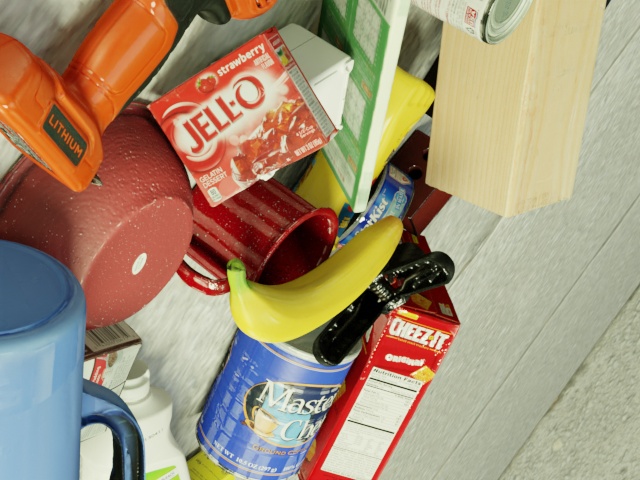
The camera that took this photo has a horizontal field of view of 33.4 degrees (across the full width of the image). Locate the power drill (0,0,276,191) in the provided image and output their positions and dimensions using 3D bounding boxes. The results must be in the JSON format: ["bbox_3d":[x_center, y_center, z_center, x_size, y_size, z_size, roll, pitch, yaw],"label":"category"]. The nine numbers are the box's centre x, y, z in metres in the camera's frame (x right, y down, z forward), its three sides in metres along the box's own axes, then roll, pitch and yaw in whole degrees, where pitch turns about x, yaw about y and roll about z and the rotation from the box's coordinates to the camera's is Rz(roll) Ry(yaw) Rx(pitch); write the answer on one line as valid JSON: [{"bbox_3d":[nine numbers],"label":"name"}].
[{"bbox_3d":[-0.096,-0.127,0.525,0.187,0.057,0.184,-49,157,-12],"label":"power drill"}]

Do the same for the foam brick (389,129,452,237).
[{"bbox_3d":[0.091,-0.053,0.993,0.078,0.053,0.051,-51,157,-10],"label":"foam brick"}]

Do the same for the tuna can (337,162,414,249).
[{"bbox_3d":[0.041,-0.026,0.901,0.086,0.033,0.086,-51,-164,21],"label":"tuna can"}]

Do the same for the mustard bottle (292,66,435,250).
[{"bbox_3d":[0.016,-0.051,0.839,0.192,0.058,0.096,-57,178,8],"label":"mustard bottle"}]

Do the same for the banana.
[{"bbox_3d":[-0.003,0.030,0.733,0.197,0.037,0.070,-18,140,-55],"label":"banana"}]

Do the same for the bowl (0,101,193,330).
[{"bbox_3d":[-0.128,-0.001,0.642,0.162,0.055,0.162,-43,155,-26],"label":"bowl"}]

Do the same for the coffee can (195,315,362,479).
[{"bbox_3d":[-0.038,0.125,0.927,0.102,0.103,0.140,-17,137,-55],"label":"coffee can"}]

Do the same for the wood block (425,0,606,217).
[{"bbox_3d":[0.153,-0.135,0.836,0.090,0.091,0.206,-16,121,-38],"label":"wood block"}]

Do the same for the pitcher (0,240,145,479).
[{"bbox_3d":[-0.183,0.124,0.591,0.149,0.145,0.243,-57,162,-60],"label":"pitcher"}]

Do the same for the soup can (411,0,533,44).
[{"bbox_3d":[0.094,-0.189,0.748,0.068,0.102,0.068,-42,154,-27],"label":"soup can"}]

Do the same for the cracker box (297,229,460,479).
[{"bbox_3d":[0.040,0.111,0.997,0.164,0.072,0.214,-103,-146,-61],"label":"cracker box"}]

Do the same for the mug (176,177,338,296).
[{"bbox_3d":[-0.055,0.001,0.749,0.117,0.082,0.093,-34,150,-39],"label":"mug"}]

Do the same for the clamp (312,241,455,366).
[{"bbox_3d":[0.041,0.044,0.823,0.120,0.039,0.171,-33,-177,0],"label":"clamp"}]

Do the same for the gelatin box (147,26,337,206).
[{"bbox_3d":[-0.047,-0.072,0.628,0.089,0.073,0.030,-26,-168,24],"label":"gelatin box"}]

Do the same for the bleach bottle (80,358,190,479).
[{"bbox_3d":[-0.139,0.202,0.842,0.102,0.068,0.251,-27,129,-43],"label":"bleach bottle"}]
